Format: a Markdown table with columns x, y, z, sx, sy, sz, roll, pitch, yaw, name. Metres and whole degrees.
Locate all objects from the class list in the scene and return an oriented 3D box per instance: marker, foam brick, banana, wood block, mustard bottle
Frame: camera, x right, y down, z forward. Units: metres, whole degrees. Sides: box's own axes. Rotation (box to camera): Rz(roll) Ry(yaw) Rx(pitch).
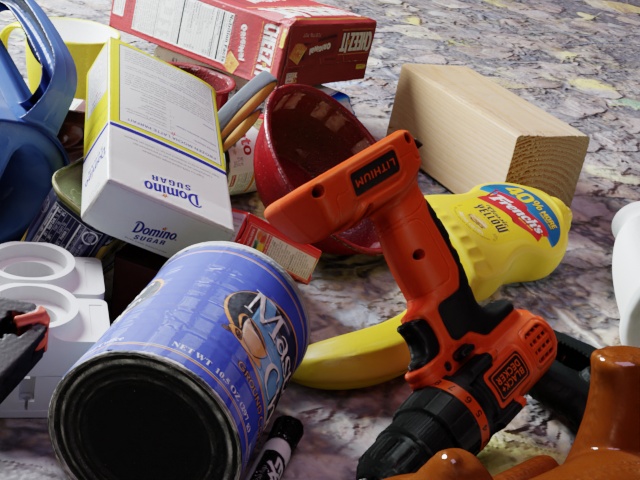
| x | y | z | sx | sy | sz | roll | pitch | yaw | name |
| --- | --- | --- | --- | --- | --- | --- | --- | --- | --- |
| -0.032 | 0.130 | 0.578 | 0.020 | 0.020 | 0.121 | 15 | 25 | 9 | marker |
| -0.096 | 0.033 | 0.725 | 0.078 | 0.051 | 0.053 | 17 | 26 | 14 | foam brick |
| 0.047 | 0.064 | 0.731 | 0.197 | 0.037 | 0.070 | -15 | 36 | -43 | banana |
| 0.160 | -0.101 | 1.066 | 0.090 | 0.091 | 0.206 | -3 | 27 | -28 | wood block |
| 0.152 | -0.006 | 0.893 | 0.191 | 0.058 | 0.096 | -13 | 51 | -43 | mustard bottle |

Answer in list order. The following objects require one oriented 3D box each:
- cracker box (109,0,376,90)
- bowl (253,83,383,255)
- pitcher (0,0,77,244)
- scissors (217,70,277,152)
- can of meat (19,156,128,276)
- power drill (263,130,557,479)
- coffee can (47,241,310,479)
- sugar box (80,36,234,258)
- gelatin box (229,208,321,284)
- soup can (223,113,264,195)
| x | y | z | sx | sy | sz | roll | pitch | yaw | name |
| --- | --- | --- | --- | --- | --- | --- | --- | --- | --- |
| -0.076 | -0.220 | 1.070 | 0.214 | 0.072 | 0.163 | 24 | 23 | 26 | cracker box |
| -0.002 | -0.047 | 0.876 | 0.162 | 0.055 | 0.162 | 33 | 38 | -31 | bowl |
| -0.274 | -0.118 | 0.781 | 0.149 | 0.145 | 0.243 | -16 | 54 | -23 | pitcher |
| -0.108 | -0.058 | 0.855 | 0.016 | 0.201 | 0.096 | 44 | -4 | 4 | scissors |
| -0.161 | -0.010 | 0.738 | 0.057 | 0.084 | 0.102 | 39 | 27 | 1 | can of meat |
| 0.046 | 0.042 | 0.627 | 0.057 | 0.187 | 0.184 | -26 | 6 | 46 | power drill |
| -0.071 | 0.073 | 0.586 | 0.103 | 0.103 | 0.140 | 14 | 25 | 8 | coffee can |
| -0.114 | -0.063 | 0.733 | 0.093 | 0.048 | 0.176 | 24 | 34 | -26 | sugar box |
| -0.055 | 0.001 | 0.776 | 0.073 | 0.030 | 0.089 | 29 | -10 | -38 | gelatin box |
| -0.065 | -0.078 | 0.958 | 0.102 | 0.068 | 0.069 | -14 | 34 | -41 | soup can |
